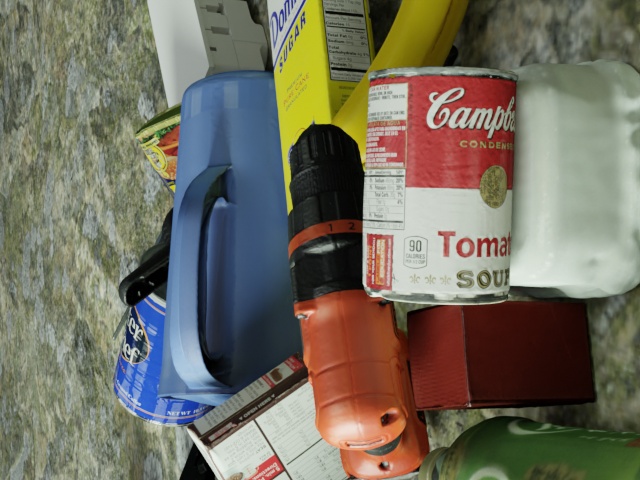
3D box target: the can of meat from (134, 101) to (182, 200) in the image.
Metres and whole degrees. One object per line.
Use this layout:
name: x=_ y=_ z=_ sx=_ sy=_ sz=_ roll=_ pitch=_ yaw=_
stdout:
can of meat: x=-0.100 y=-0.076 z=0.909 sx=0.102 sy=0.057 sz=0.084 roll=-15 pitch=112 yaw=43

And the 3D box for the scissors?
scissors: x=-0.157 y=0.009 z=1.048 sx=0.201 sy=0.016 sz=0.096 roll=-64 pitch=7 yaw=-12

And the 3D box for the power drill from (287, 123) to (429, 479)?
power drill: x=0.020 y=0.050 z=0.612 sx=0.187 sy=0.057 sz=0.184 roll=69 pitch=-166 yaw=-60

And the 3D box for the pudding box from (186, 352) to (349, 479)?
pudding box: x=-0.022 y=0.145 z=0.707 sx=0.039 sy=0.090 sz=0.113 roll=33 pitch=153 yaw=60

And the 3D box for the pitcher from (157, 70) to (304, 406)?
pitcher: x=-0.055 y=0.001 z=0.786 sx=0.149 sy=0.144 sz=0.243 roll=157 pitch=115 yaw=-65

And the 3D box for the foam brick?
foam brick: x=0.091 y=0.059 z=0.540 sx=0.053 sy=0.078 sz=0.051 roll=157 pitch=113 yaw=-63

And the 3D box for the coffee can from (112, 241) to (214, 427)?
coffee can: x=-0.129 y=0.085 z=0.977 sx=0.103 sy=0.102 sz=0.140 roll=-118 pitch=38 yaw=-46

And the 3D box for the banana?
banana: x=0.051 y=-0.126 z=0.635 sx=0.070 sy=0.037 sz=0.198 roll=10 pitch=79 yaw=49

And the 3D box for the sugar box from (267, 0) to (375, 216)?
sugar box: x=0.002 y=-0.111 z=0.726 sx=0.093 sy=0.048 sz=0.176 roll=139 pitch=126 yaw=-61

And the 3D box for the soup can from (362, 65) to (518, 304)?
soup can: x=0.054 y=-0.025 z=0.487 sx=0.069 sy=0.068 sz=0.102 roll=-173 pitch=84 yaw=-65

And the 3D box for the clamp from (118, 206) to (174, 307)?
clamp: x=-0.112 y=0.006 z=0.928 sx=0.171 sy=0.120 sz=0.039 roll=-102 pitch=14 yaw=-58
